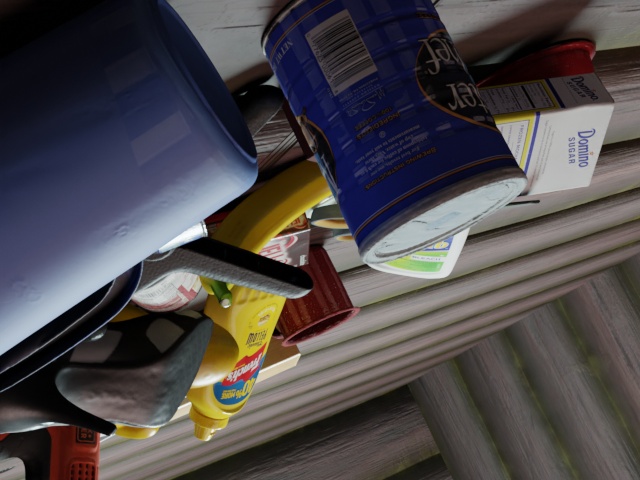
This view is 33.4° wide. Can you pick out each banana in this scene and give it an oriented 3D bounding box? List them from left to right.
[{"bbox_3d":[-0.034,-0.016,0.828,0.197,0.070,0.037,-47,139,-31],"label":"banana"}]

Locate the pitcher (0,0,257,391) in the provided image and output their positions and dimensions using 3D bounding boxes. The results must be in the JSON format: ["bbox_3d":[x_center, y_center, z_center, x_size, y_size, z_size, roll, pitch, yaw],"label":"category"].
[{"bbox_3d":[-0.152,-0.010,0.520,0.243,0.145,0.149,-30,-177,7],"label":"pitcher"}]

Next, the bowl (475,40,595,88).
[{"bbox_3d":[0.176,-0.106,0.923,0.162,0.055,0.162,-24,168,-6],"label":"bowl"}]

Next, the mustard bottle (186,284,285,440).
[{"bbox_3d":[-0.092,0.115,1.069,0.096,0.058,0.192,-11,125,-59],"label":"mustard bottle"}]

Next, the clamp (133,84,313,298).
[{"bbox_3d":[-0.105,-0.001,0.707,0.210,0.036,0.164,-19,126,-3],"label":"clamp"}]

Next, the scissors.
[{"bbox_3d":[0.074,-0.024,0.899,0.096,0.016,0.202,13,162,-41],"label":"scissors"}]

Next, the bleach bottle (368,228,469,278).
[{"bbox_3d":[0.092,-0.030,1.005,0.102,0.068,0.251,10,164,5],"label":"bleach bottle"}]

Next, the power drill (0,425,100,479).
[{"bbox_3d":[-0.249,0.112,0.820,0.187,0.184,0.057,13,155,-40],"label":"power drill"}]

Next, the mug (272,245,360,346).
[{"bbox_3d":[-0.024,0.064,1.160,0.093,0.081,0.117,-11,160,-48],"label":"mug"}]

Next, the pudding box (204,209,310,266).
[{"bbox_3d":[-0.056,0.001,0.917,0.090,0.039,0.113,-13,167,-5],"label":"pudding box"}]

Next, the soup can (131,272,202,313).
[{"bbox_3d":[-0.127,0.013,0.798,0.068,0.068,0.102,-25,167,-3],"label":"soup can"}]

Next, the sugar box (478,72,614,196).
[{"bbox_3d":[0.133,-0.075,0.837,0.176,0.048,0.093,-10,139,-13],"label":"sugar box"}]

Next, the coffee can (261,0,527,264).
[{"bbox_3d":[0.041,-0.071,0.610,0.102,0.140,0.103,-24,167,-6],"label":"coffee can"}]
